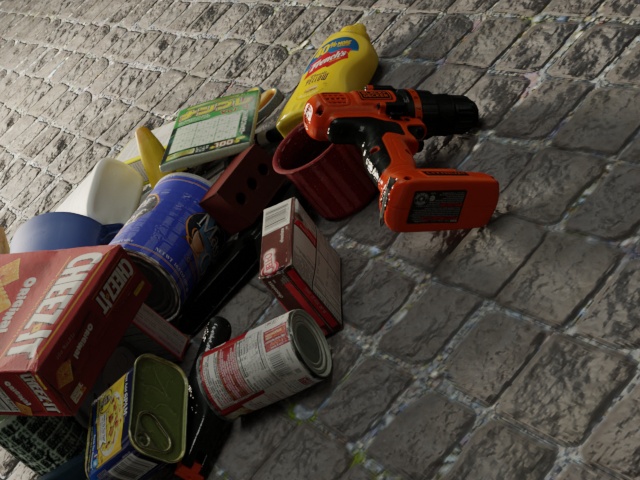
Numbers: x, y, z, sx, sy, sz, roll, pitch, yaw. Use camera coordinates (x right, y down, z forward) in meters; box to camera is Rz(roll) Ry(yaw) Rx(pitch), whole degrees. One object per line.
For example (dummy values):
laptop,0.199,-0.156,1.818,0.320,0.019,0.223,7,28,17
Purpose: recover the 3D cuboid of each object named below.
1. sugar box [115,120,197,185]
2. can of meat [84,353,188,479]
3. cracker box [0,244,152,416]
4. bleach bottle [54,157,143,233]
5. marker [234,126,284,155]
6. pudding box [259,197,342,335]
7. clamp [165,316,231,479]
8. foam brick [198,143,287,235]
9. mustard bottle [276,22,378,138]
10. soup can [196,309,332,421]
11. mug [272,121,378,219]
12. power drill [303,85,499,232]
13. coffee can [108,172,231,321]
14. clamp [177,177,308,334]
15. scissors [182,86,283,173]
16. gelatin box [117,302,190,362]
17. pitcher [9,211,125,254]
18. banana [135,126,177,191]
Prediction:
sugar box,-0.183,-0.122,1.380,0.176,0.048,0.093,-15,29,28
can of meat,-0.166,0.167,0.953,0.084,0.057,0.102,-40,37,34
cracker box,-0.294,0.086,1.037,0.214,0.072,0.164,-5,42,32
bleach bottle,-0.324,-0.012,1.384,0.251,0.068,0.102,-29,40,46
marker,-0.088,-0.123,1.345,0.121,0.020,0.020,-13,40,38
pudding box,-0.017,0.026,0.998,0.039,0.090,0.113,-25,32,19
clamp,-0.118,0.148,0.995,0.120,0.039,0.171,-50,33,16
foam brick,-0.082,-0.054,1.142,0.078,0.053,0.051,-56,17,-27
mustard bottle,0.020,-0.197,1.284,0.096,0.058,0.191,-13,39,38
soup can,-0.050,0.110,0.945,0.102,0.068,0.068,-27,32,21
mug,0.013,-0.084,1.117,0.093,0.081,0.117,-20,36,32
power drill,0.093,-0.083,0.999,0.184,0.057,0.188,-5,36,-19
coffee can,-0.166,0.007,1.158,0.103,0.102,0.140,-16,29,36
clamp,-0.057,0.001,1.116,0.165,0.036,0.209,-22,31,49
scissors,-0.136,-0.143,1.429,0.202,0.016,0.096,-36,29,7
gelatin box,-0.190,0.094,1.102,0.073,0.089,0.030,-12,48,39
pitcher,-0.290,0.083,1.198,0.243,0.145,0.149,-97,22,-51
banana,-0.187,-0.045,1.275,0.037,0.069,0.198,-21,59,19
